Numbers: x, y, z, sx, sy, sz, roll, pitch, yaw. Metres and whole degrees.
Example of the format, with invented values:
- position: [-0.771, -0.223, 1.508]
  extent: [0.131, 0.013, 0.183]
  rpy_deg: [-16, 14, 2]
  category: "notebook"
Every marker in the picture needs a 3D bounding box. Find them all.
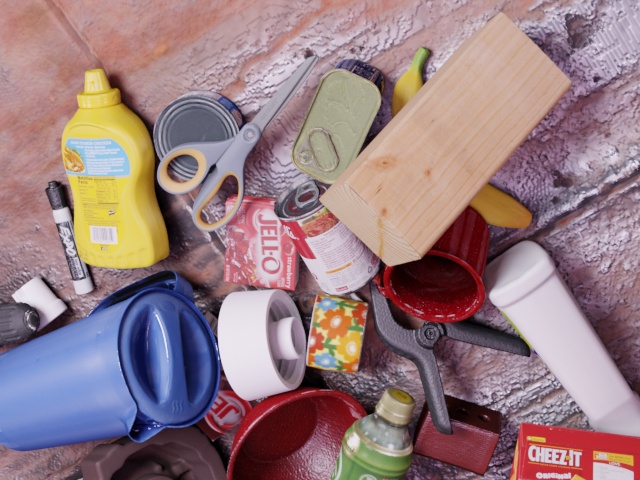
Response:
- position: [-0.259, -0.003, 1.096]
  extent: [0.020, 0.020, 0.121]
  rpy_deg: [-9, 107, 12]
  category: "marker"

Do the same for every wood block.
- position: [0.107, -0.085, 0.918]
  extent: [0.090, 0.091, 0.206]
  rpy_deg: [44, 76, -6]
  category: "wood block"

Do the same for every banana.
- position: [0.121, -0.080, 0.998]
  extent: [0.070, 0.037, 0.198]
  rpy_deg: [-30, 101, 18]
  category: "banana"

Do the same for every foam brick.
- position: [0.137, 0.194, 1.081]
  extent: [0.078, 0.053, 0.051]
  rpy_deg: [17, 111, 2]
  category: "foam brick"

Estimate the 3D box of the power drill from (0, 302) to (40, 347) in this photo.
- position: [-0.389, 0.035, 1.085]
  extent: [0.185, 0.057, 0.187]
  rpy_deg: [-10, 113, 27]
  category: "power drill"

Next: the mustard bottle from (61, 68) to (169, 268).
- position: [-0.205, -0.071, 1.042]
  extent: [0.096, 0.058, 0.191]
  rpy_deg: [4, 110, 29]
  category: "mustard bottle"

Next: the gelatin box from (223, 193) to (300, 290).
- position: [-0.057, 0.001, 1.059]
  extent: [0.073, 0.030, 0.089]
  rpy_deg: [6, 110, 7]
  category: "gelatin box"

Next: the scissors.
- position: [-0.085, -0.102, 0.998]
  extent: [0.096, 0.016, 0.202]
  rpy_deg: [26, 111, 0]
  category: "scissors"

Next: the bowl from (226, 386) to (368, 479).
- position: [-0.030, 0.206, 1.089]
  extent: [0.161, 0.055, 0.162]
  rpy_deg: [-14, 123, -23]
  category: "bowl"

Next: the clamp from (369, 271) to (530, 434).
- position: [0.119, 0.089, 1.044]
  extent: [0.120, 0.039, 0.171]
  rpy_deg: [-35, 85, -8]
  category: "clamp"

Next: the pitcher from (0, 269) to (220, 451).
- position: [-0.225, 0.130, 1.063]
  extent: [0.243, 0.149, 0.145]
  rpy_deg: [-18, 91, 35]
  category: "pitcher"

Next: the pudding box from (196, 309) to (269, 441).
- position: [-0.113, 0.141, 1.111]
  extent: [0.090, 0.039, 0.113]
  rpy_deg: [-39, 98, 20]
  category: "pudding box"

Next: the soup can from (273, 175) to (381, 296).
- position: [0.008, -0.005, 1.012]
  extent: [0.068, 0.068, 0.102]
  rpy_deg: [-21, 122, 15]
  category: "soup can"

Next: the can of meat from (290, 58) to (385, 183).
- position: [0.019, -0.112, 0.979]
  extent: [0.057, 0.084, 0.102]
  rpy_deg: [24, 111, 0]
  category: "can of meat"

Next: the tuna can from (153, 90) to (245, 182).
- position: [-0.115, -0.101, 1.031]
  extent: [0.086, 0.033, 0.086]
  rpy_deg: [3, 109, 8]
  category: "tuna can"

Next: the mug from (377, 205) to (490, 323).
- position: [0.103, 0.020, 0.997]
  extent: [0.117, 0.081, 0.093]
  rpy_deg: [-26, 120, 37]
  category: "mug"

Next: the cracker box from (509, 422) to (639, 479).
- position: [0.263, 0.266, 1.030]
  extent: [0.164, 0.072, 0.214]
  rpy_deg: [5, 139, 8]
  category: "cracker box"

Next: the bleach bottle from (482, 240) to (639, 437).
- position: [0.249, 0.120, 1.010]
  extent: [0.068, 0.102, 0.251]
  rpy_deg: [-35, 101, 8]
  category: "bleach bottle"
